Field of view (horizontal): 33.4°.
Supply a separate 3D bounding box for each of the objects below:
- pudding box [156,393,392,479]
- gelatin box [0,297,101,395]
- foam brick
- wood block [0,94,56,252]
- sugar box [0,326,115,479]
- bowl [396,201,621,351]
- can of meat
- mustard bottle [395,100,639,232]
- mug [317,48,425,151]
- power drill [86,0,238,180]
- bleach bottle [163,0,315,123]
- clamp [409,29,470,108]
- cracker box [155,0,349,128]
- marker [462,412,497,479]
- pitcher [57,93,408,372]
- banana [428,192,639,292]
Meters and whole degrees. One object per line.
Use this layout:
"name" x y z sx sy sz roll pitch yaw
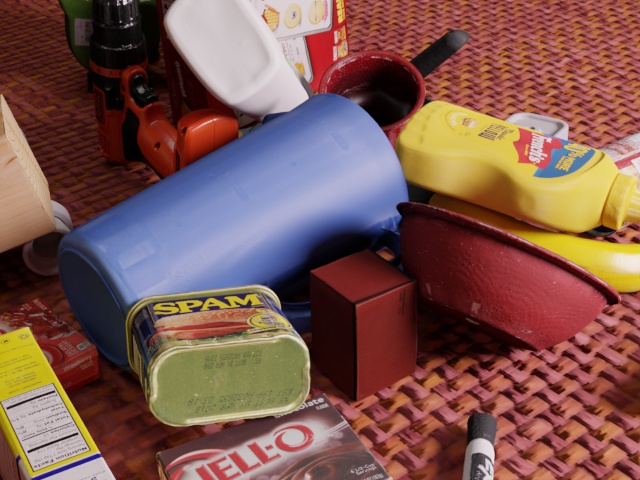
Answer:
"pudding box" -0.027 0.141 0.611 0.113 0.039 0.090 -15 32 -20
"gelatin box" -0.205 0.081 0.738 0.073 0.030 0.089 -26 37 -32
"foam brick" 0.029 0.055 0.711 0.052 0.078 0.051 -20 34 -30
"wood block" -0.320 -0.022 0.817 0.206 0.091 0.090 -23 34 -5
"sugar box" -0.146 0.132 0.588 0.048 0.093 0.176 -20 36 -25
"bowl" 0.115 0.032 0.717 0.162 0.055 0.162 25 -5 2
"can of meat" -0.063 0.070 0.654 0.102 0.057 0.084 -5 18 -16
"mustard bottle" 0.157 -0.050 0.799 0.192 0.058 0.096 20 31 22
"mug" 0.044 -0.119 0.961 0.093 0.081 0.117 -9 58 -3
"power drill" -0.142 -0.117 0.932 0.057 0.184 0.188 -22 45 -28
"bleach bottle" -0.053 -0.145 0.929 0.068 0.102 0.250 -36 -8 7
"clamp" 0.080 -0.147 1.009 0.172 0.120 0.039 7 36 25
"cracker box" -0.064 -0.220 1.093 0.072 0.164 0.213 21 39 37
"marker" 0.090 0.142 0.617 0.020 0.020 0.121 3 32 11
"pitcher" -0.055 0.001 0.773 0.242 0.145 0.149 -30 16 -31
"banana" 0.176 0.005 0.806 0.198 0.037 0.069 13 25 6
